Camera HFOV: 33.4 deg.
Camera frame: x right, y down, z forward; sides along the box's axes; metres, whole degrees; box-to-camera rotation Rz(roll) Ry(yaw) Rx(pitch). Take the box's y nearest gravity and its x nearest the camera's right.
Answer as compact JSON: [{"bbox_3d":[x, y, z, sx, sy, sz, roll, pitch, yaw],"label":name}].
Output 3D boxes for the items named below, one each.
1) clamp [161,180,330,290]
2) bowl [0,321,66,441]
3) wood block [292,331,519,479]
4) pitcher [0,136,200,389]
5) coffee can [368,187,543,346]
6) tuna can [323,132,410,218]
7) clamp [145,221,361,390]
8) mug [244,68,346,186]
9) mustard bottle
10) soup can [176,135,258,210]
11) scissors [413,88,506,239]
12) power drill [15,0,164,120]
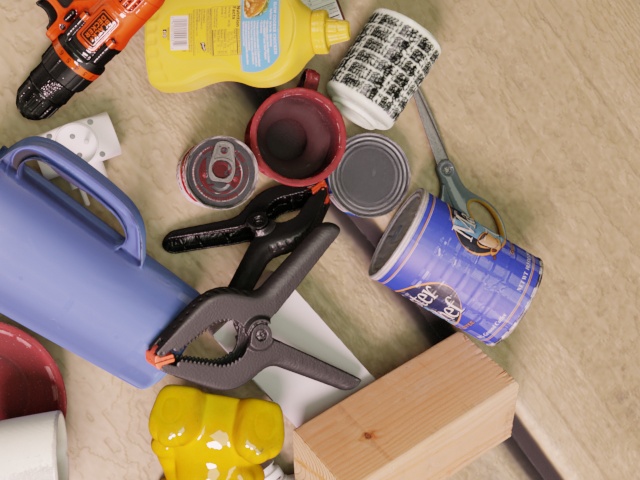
[{"bbox_3d":[-0.057,0.001,1.035,0.171,0.039,0.120,-28,57,-10],"label":"clamp"},{"bbox_3d":[-0.320,0.151,1.002,0.162,0.055,0.162,-1,93,-12],"label":"bowl"},{"bbox_3d":[0.083,0.187,1.035,0.205,0.091,0.090,-27,139,-24],"label":"wood block"},{"bbox_3d":[-0.226,0.025,0.978,0.242,0.149,0.145,35,69,-15],"label":"pitcher"},{"bbox_3d":[0.133,0.027,1.056,0.140,0.103,0.103,30,86,-7],"label":"coffee can"},{"bbox_3d":[0.046,-0.066,1.084,0.086,0.034,0.086,-1,93,-12],"label":"tuna can"},{"bbox_3d":[-0.055,0.091,0.979,0.209,0.036,0.164,-21,105,-24],"label":"clamp"},{"bbox_3d":[-0.026,-0.111,1.041,0.093,0.081,0.117,14,90,-13],"label":"mug"},{"bbox_3d":[-0.067,-0.192,1.006,0.192,0.058,0.096,-1,84,12],"label":"mustard bottle"},{"bbox_3d":[-0.100,-0.064,1.017,0.068,0.102,0.068,-1,93,-13],"label":"soup can"},{"bbox_3d":[0.119,-0.056,1.110,0.096,0.016,0.201,-38,99,-8],"label":"scissors"},{"bbox_3d":[-0.262,-0.228,0.985,0.184,0.057,0.187,-42,97,13],"label":"power drill"}]
